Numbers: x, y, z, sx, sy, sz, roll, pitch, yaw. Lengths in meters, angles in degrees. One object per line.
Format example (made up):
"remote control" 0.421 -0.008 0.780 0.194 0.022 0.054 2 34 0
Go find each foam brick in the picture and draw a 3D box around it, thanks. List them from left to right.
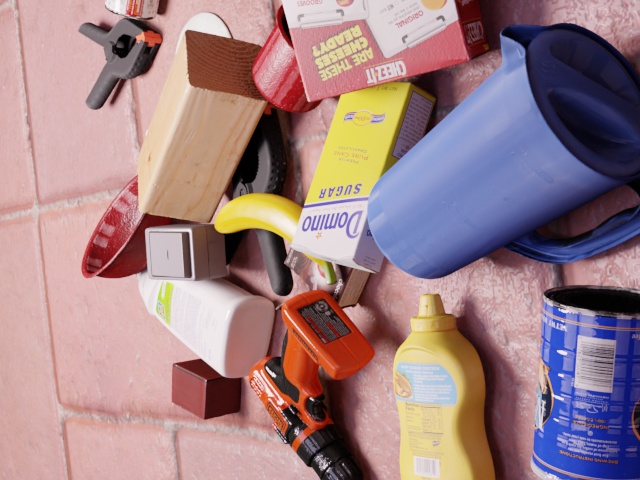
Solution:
"foam brick" -0.140 0.180 1.304 0.078 0.052 0.051 16 107 50

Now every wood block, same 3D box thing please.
"wood block" -0.136 -0.123 1.192 0.206 0.090 0.091 121 149 -45

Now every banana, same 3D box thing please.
"banana" -0.052 -0.015 1.119 0.198 0.037 0.070 25 111 45

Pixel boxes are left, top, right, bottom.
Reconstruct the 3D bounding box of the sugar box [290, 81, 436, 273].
"sugar box" 0.039 -0.064 1.015 0.094 0.048 0.176 12 80 49

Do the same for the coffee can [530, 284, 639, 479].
"coffee can" 0.218 0.113 0.822 0.103 0.102 0.140 13 104 49

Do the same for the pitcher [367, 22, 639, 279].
"pitcher" 0.152 -0.051 0.875 0.243 0.144 0.149 -38 53 50

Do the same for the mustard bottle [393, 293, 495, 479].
"mustard bottle" 0.111 0.145 0.992 0.096 0.058 0.191 -4 92 52

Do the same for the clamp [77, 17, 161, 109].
"clamp" -0.272 -0.257 1.417 0.172 0.039 0.120 -22 82 43

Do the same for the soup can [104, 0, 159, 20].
"soup can" -0.229 -0.334 1.330 0.069 0.068 0.102 39 123 41

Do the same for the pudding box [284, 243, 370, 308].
"pudding box" 0.017 0.001 1.100 0.090 0.039 0.114 43 127 37

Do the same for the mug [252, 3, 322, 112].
"mug" -0.017 -0.193 1.089 0.082 0.093 0.117 -51 26 46

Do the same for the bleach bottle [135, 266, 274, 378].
"bleach bottle" -0.155 0.073 1.302 0.251 0.067 0.103 30 114 47

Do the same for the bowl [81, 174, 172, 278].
"bowl" -0.237 -0.010 1.360 0.162 0.055 0.162 -42 28 28

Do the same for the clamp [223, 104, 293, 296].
"clamp" -0.079 -0.049 1.211 0.165 0.036 0.210 6 96 55

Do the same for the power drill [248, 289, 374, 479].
"power drill" -0.002 0.157 1.105 0.185 0.057 0.188 48 142 27

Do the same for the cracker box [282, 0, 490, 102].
"cracker box" 0.044 -0.248 0.945 0.164 0.072 0.214 -10 101 30
